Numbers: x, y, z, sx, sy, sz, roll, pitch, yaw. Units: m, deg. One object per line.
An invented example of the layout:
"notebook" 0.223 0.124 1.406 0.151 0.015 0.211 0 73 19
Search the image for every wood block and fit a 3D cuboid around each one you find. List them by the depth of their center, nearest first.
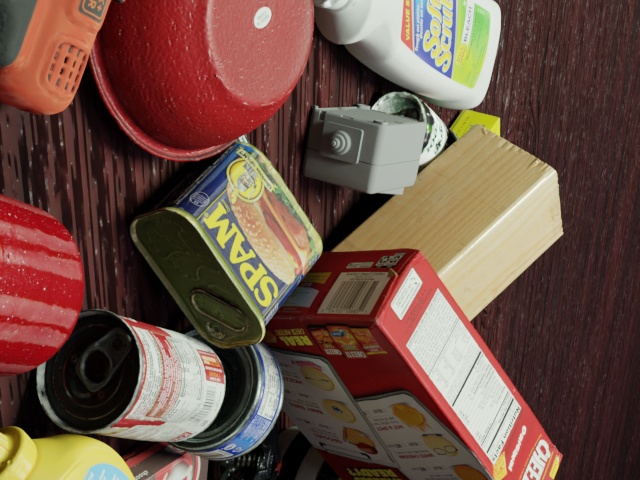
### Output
"wood block" 0.093 0.013 0.870 0.206 0.091 0.090 -40 142 -15

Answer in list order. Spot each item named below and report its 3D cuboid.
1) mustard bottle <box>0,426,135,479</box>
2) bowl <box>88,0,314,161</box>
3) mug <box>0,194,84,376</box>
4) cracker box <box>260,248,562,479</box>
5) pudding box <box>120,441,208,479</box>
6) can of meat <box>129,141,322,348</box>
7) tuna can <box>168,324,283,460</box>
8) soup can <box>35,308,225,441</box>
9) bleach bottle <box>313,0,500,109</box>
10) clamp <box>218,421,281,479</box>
"mustard bottle" -0.136 0.164 0.590 0.096 0.058 0.191 -57 131 -33
"bowl" -0.052 -0.121 0.590 0.161 0.055 0.162 -18 113 -51
"mug" -0.165 0.025 0.466 0.117 0.093 0.081 -43 160 9
"cracker box" 0.046 0.101 0.741 0.213 0.164 0.072 53 54 -28
"pudding box" -0.115 0.191 0.704 0.089 0.039 0.113 -24 126 -57
"can of meat" -0.054 0.001 0.658 0.102 0.058 0.083 57 45 -19
"tuna can" -0.069 0.095 0.683 0.033 0.086 0.086 41 69 -60
"soup can" -0.107 0.081 0.621 0.102 0.069 0.068 30 79 -64
"bleach bottle" 0.060 -0.162 0.809 0.250 0.068 0.102 -1 106 -60
"clamp" -0.055 0.165 0.762 0.171 0.039 0.120 72 30 -64
